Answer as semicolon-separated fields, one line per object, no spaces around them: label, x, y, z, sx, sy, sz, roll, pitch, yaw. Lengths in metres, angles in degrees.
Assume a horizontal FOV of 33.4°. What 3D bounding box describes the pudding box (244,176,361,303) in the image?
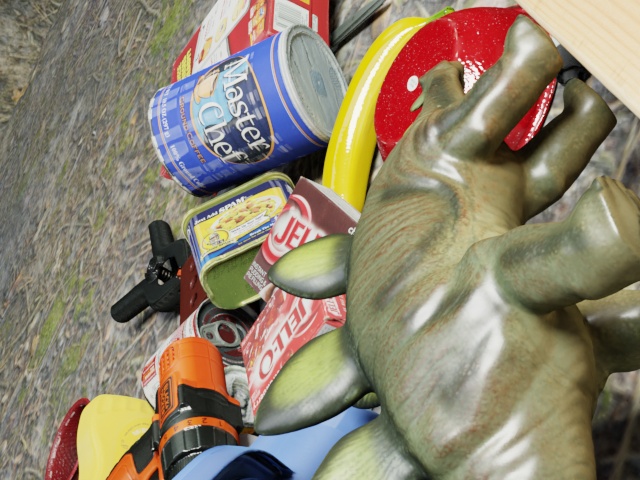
pudding box;0.003;0.019;0.761;0.114;0.039;0.090;41;107;44

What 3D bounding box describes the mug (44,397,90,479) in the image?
mug;-0.199;0.211;0.974;0.117;0.081;0.093;-66;25;0

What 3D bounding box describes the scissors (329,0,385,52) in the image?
scissors;-0.003;-0.162;0.987;0.202;0.016;0.096;-5;66;62

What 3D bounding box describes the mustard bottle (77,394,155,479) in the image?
mustard bottle;-0.160;0.225;0.867;0.058;0.096;0.191;-42;35;41

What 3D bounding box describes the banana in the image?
banana;0.038;-0.094;0.824;0.198;0.037;0.070;-66;25;0

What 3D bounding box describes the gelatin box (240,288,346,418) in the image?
gelatin box;-0.015;0.062;0.676;0.089;0.030;0.073;-55;28;24

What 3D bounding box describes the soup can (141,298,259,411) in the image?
soup can;-0.098;0.100;0.887;0.102;0.068;0.068;-45;32;39

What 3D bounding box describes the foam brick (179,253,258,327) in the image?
foam brick;-0.090;0.045;0.938;0.053;0.051;0.078;-50;30;32

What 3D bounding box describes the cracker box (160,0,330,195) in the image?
cracker box;-0.072;-0.170;1.028;0.214;0.072;0.164;-45;33;41

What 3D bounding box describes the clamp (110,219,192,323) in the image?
clamp;-0.168;0.043;1.106;0.172;0.039;0.120;20;88;65

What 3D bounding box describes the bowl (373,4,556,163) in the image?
bowl;0.084;-0.096;0.716;0.162;0.055;0.162;-45;32;39

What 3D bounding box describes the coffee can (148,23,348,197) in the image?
coffee can;-0.058;-0.106;0.892;0.140;0.102;0.103;-20;47;27

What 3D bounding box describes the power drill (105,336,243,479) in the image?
power drill;-0.116;0.181;0.727;0.188;0.057;0.184;-53;24;21

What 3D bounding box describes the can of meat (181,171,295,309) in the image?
can of meat;-0.056;0.001;0.866;0.102;0.057;0.084;-26;35;0
